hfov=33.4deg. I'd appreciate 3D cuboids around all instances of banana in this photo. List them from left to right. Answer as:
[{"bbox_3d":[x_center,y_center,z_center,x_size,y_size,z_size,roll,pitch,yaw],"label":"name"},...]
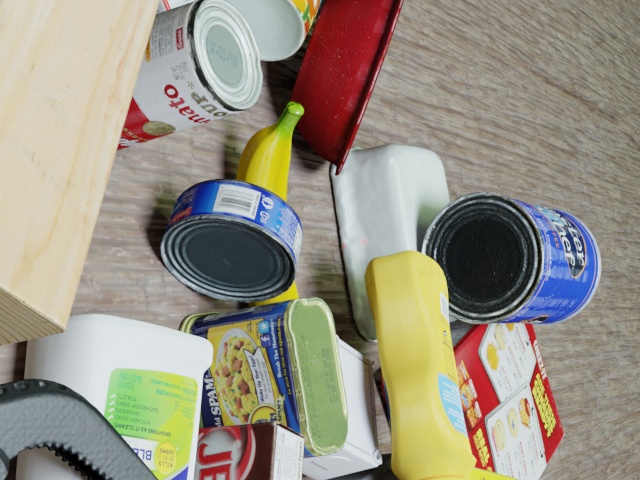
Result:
[{"bbox_3d":[-0.032,0.009,0.724,0.037,0.070,0.198,-4,88,-23],"label":"banana"}]

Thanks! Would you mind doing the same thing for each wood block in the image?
[{"bbox_3d":[-0.157,-0.060,0.514,0.090,0.091,0.206,43,45,-42],"label":"wood block"}]

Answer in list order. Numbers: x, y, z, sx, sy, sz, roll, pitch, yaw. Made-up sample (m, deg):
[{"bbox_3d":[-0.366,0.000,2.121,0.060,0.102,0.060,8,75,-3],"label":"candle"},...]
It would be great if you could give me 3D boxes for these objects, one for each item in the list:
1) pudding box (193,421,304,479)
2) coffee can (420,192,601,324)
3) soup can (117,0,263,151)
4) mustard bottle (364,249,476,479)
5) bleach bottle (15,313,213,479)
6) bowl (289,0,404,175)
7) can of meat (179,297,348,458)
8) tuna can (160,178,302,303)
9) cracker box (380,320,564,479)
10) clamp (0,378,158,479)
[{"bbox_3d":[-0.058,0.161,0.597,0.039,0.090,0.113,34,52,-50],"label":"pudding box"},{"bbox_3d":[0.159,0.018,0.874,0.140,0.103,0.103,7,73,-58],"label":"coffee can"},{"bbox_3d":[-0.093,-0.095,0.621,0.068,0.102,0.068,28,56,-52],"label":"soup can"},{"bbox_3d":[0.073,0.110,0.755,0.096,0.058,0.191,56,24,-61],"label":"mustard bottle"},{"bbox_3d":[-0.108,0.169,0.539,0.102,0.068,0.251,22,63,-50],"label":"bleach bottle"},{"bbox_3d":[0.016,-0.134,0.816,0.162,0.055,0.162,-164,-87,-88],"label":"bowl"},{"bbox_3d":[-0.034,0.089,0.669,0.057,0.084,0.102,-1,80,-59],"label":"can of meat"},{"bbox_3d":[-0.054,0.001,0.667,0.086,0.086,0.033,49,39,-39],"label":"tuna can"},{"bbox_3d":[0.140,0.149,0.950,0.213,0.072,0.164,-33,108,-59],"label":"cracker box"},{"bbox_3d":[-0.157,0.108,0.444,0.209,0.036,0.164,29,70,-34],"label":"clamp"}]
